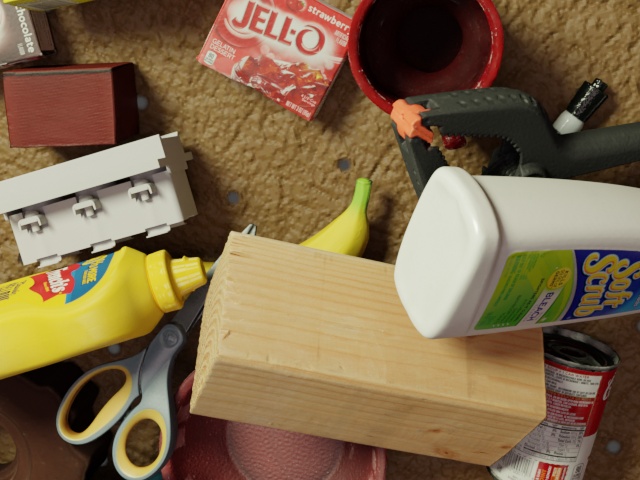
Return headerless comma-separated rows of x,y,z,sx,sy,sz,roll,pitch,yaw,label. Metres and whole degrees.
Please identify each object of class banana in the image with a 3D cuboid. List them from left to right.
-0.046,0.017,0.751,0.198,0.037,0.069,-18,90,11,banana

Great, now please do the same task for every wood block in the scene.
0.029,0.072,0.682,0.206,0.091,0.090,12,146,-11,wood block

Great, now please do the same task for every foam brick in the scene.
-0.169,-0.093,0.730,0.078,0.053,0.051,-1,104,9,foam brick

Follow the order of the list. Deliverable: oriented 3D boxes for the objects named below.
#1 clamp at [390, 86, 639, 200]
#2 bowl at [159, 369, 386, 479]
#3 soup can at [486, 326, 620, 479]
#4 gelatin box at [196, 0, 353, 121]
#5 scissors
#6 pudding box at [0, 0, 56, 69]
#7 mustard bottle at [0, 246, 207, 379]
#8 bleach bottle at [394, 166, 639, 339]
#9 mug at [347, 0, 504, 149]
0.131,-0.045,0.663,0.209,0.036,0.165,31,104,-38,clamp
-0.030,0.148,0.764,0.162,0.055,0.162,1,96,9,bowl
0.157,0.117,0.730,0.068,0.068,0.102,13,106,4,soup can
-0.027,-0.133,0.711,0.089,0.030,0.073,29,106,0,gelatin box
-0.096,0.087,0.734,0.202,0.016,0.096,-38,80,10,scissors
-0.240,-0.170,0.727,0.090,0.039,0.113,-13,102,10,pudding box
-0.169,0.047,0.711,0.191,0.096,0.058,-16,107,3,mustard bottle
0.175,0.004,0.650,0.250,0.068,0.103,-3,136,-24,bleach bottle
0.071,-0.115,0.676,0.093,0.081,0.117,-18,101,12,mug
